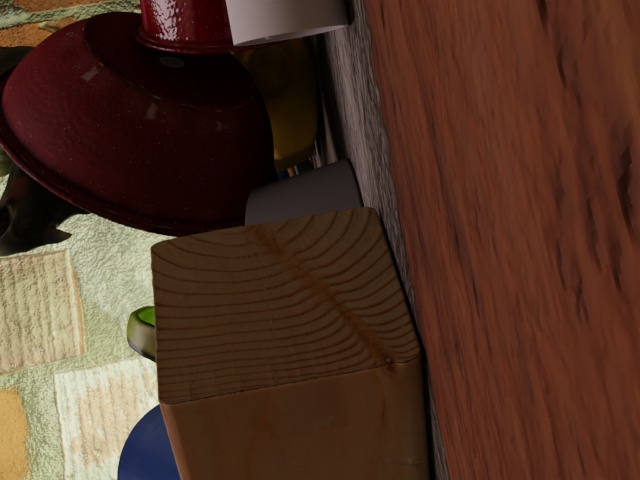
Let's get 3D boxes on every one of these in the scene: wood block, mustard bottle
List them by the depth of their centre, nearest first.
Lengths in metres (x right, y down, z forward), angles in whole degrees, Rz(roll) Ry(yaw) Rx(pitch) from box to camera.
[{"bbox_3d":[-0.004,0.100,0.439,0.091,0.090,0.206,-103,4,-53],"label":"wood block"},{"bbox_3d":[-0.036,-0.098,0.683,0.191,0.058,0.096,160,87,-87],"label":"mustard bottle"}]

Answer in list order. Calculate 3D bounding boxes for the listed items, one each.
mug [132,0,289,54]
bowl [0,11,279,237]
[{"bbox_3d":[-0.043,-0.140,0.511,0.117,0.093,0.081,29,132,46],"label":"mug"},{"bbox_3d":[-0.086,-0.072,0.553,0.162,0.162,0.055,-103,34,-52],"label":"bowl"}]
